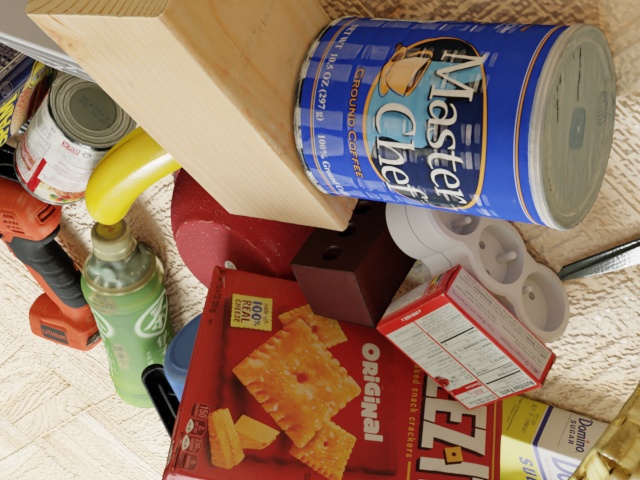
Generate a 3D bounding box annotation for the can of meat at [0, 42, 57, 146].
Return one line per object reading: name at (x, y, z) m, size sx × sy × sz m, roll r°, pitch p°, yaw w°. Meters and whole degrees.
can of meat at (-0.242, -0.114, 0.791) m, size 0.057 × 0.083 × 0.102 m, roll 37°, pitch 145°, yaw -2°

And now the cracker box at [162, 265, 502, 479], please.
cracker box at (0.013, 0.117, 0.725) m, size 0.213 × 0.164 × 0.072 m, roll 11°, pitch 143°, yaw -1°

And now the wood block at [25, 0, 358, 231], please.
wood block at (-0.049, -0.096, 0.589) m, size 0.091 × 0.090 × 0.206 m, roll 10°, pitch 158°, yaw 33°

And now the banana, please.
banana at (-0.118, -0.051, 0.745) m, size 0.069 × 0.037 × 0.198 m, roll 12°, pitch 152°, yaw -44°

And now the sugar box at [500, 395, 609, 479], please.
sugar box at (0.147, 0.161, 0.819) m, size 0.176 × 0.048 × 0.093 m, roll 16°, pitch 141°, yaw 27°

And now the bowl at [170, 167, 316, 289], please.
bowl at (-0.055, 0.001, 0.795) m, size 0.162 × 0.055 × 0.162 m, roll 23°, pitch 144°, yaw 18°

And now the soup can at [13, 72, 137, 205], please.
soup can at (-0.185, -0.077, 0.801) m, size 0.068 × 0.068 × 0.102 m, roll 41°, pitch 145°, yaw -8°

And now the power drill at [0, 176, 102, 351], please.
power drill at (-0.279, 0.014, 0.997) m, size 0.185 × 0.057 × 0.187 m, roll 11°, pitch 140°, yaw 40°

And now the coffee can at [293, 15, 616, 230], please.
coffee can at (0.072, -0.065, 0.566) m, size 0.141 × 0.102 × 0.103 m, roll 10°, pitch 138°, yaw 32°

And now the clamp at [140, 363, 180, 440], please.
clamp at (-0.120, 0.200, 0.999) m, size 0.164 × 0.036 × 0.210 m, roll 64°, pitch 170°, yaw 11°

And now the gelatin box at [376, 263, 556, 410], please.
gelatin box at (0.091, 0.063, 0.671) m, size 0.089 × 0.030 × 0.073 m, roll 42°, pitch 144°, yaw -10°

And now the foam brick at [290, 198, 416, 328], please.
foam brick at (0.026, 0.010, 0.717) m, size 0.053 × 0.078 × 0.051 m, roll 8°, pitch 138°, yaw 34°
